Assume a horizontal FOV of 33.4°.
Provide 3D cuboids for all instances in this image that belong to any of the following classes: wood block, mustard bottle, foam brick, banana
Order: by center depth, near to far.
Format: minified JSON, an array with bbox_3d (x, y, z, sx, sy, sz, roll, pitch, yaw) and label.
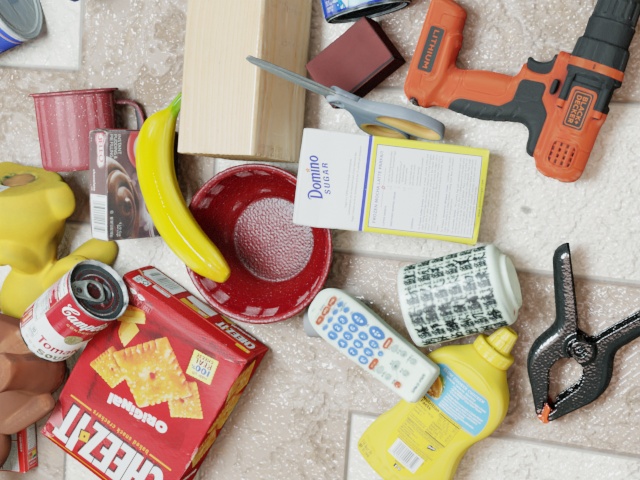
[{"bbox_3d":[-0.070,-0.182,1.031,0.091,0.090,0.206,4,91,32],"label":"wood block"},{"bbox_3d":[0.034,-0.171,1.036,0.078,0.053,0.051,-38,84,17],"label":"foam brick"},{"bbox_3d":[0.126,0.160,1.037,0.096,0.058,0.192,41,107,16],"label":"mustard bottle"},{"bbox_3d":[-0.144,-0.046,1.059,0.070,0.037,0.198,-19,81,25],"label":"banana"}]

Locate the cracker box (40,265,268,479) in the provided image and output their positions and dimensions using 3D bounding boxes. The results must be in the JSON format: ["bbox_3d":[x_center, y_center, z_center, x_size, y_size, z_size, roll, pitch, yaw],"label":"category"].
[{"bbox_3d":[-0.179,0.160,1.133,0.164,0.072,0.214,34,106,13],"label":"cracker box"}]

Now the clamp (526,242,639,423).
[{"bbox_3d":[0.238,0.089,1.003,0.120,0.039,0.172,37,106,13],"label":"clamp"}]

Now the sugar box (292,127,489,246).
[{"bbox_3d":[0.066,-0.051,1.012,0.176,0.048,0.093,7,91,0],"label":"sugar box"}]

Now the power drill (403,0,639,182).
[{"bbox_3d":[0.183,-0.165,0.984,0.188,0.057,0.184,21,99,16],"label":"power drill"}]

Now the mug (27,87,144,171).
[{"bbox_3d":[-0.243,-0.118,1.124,0.117,0.093,0.081,-7,100,-17],"label":"mug"}]

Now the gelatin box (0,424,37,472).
[{"bbox_3d":[-0.372,0.225,1.227,0.089,0.030,0.073,1,97,18],"label":"gelatin box"}]

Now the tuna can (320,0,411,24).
[{"bbox_3d":[0.042,-0.231,1.009,0.086,0.086,0.034,-11,94,19],"label":"tuna can"}]

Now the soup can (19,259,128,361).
[{"bbox_3d":[-0.252,0.073,1.085,0.102,0.068,0.068,-36,84,35],"label":"soup can"}]

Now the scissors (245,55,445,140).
[{"bbox_3d":[0.018,-0.127,0.998,0.201,0.096,0.016,17,80,-12],"label":"scissors"}]

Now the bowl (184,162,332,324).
[{"bbox_3d":[-0.057,0.001,1.083,0.162,0.055,0.162,2,96,18],"label":"bowl"}]

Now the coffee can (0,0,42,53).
[{"bbox_3d":[-0.386,-0.237,1.142,0.140,0.102,0.103,-20,89,19],"label":"coffee can"}]

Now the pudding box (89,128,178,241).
[{"bbox_3d":[-0.192,-0.058,1.102,0.039,0.089,0.113,11,102,45],"label":"pudding box"}]
